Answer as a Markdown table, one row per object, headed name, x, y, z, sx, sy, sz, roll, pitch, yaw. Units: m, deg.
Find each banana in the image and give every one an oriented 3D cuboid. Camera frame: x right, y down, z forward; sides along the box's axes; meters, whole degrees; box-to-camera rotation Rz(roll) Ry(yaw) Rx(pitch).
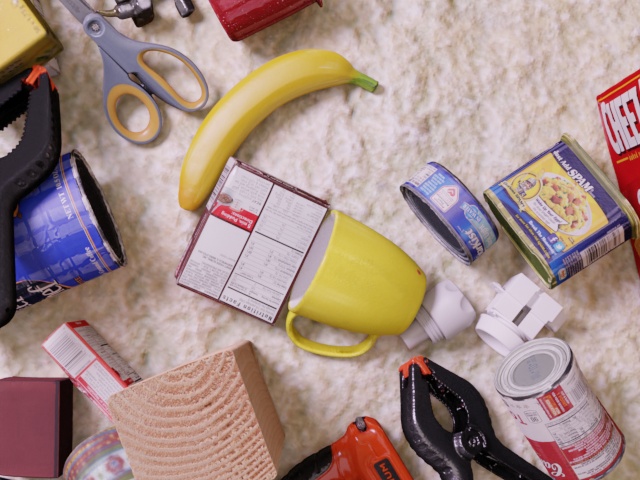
| name | x | y | z | sx | sy | sz | roll | pitch | yaw |
| --- | --- | --- | --- | --- | --- | --- | --- | --- | --- |
| banana | -0.049 | -0.104 | 0.888 | 0.198 | 0.037 | 0.069 | -34 | 87 | -2 |

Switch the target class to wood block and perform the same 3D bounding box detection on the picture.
| name | x | y | z | sx | sy | sz | roll | pitch | yaw |
| --- | --- | --- | --- | --- | --- | --- | --- | --- | --- |
| wood block | -0.084 | 0.133 | 0.790 | 0.090 | 0.206 | 0.091 | -21 | 87 | -2 |

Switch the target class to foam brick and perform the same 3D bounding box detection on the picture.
| name | x | y | z | sx | sy | sz | roll | pitch | yaw |
| --- | --- | --- | --- | --- | --- | --- | --- | --- | --- |
| foam brick | -0.232 | 0.150 | 0.866 | 0.051 | 0.053 | 0.078 | 0 | 86 | -1 |

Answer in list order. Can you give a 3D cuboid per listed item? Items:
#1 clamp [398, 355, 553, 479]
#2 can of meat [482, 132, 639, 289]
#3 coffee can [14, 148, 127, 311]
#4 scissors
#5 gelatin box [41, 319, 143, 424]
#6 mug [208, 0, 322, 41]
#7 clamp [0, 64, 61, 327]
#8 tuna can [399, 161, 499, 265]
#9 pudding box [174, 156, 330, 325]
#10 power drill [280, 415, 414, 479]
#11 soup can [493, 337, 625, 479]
| name | x | y | z | sx | sy | sz | roll | pitch | yaw |
| --- | --- | --- | --- | --- | --- | --- | --- | --- | --- |
| clamp | 0.125 | 0.169 | 0.866 | 0.120 | 0.039 | 0.171 | -14 | 76 | -38 |
| can of meat | 0.193 | -0.023 | 0.863 | 0.084 | 0.057 | 0.102 | -33 | 61 | 1 |
| coffee can | -0.239 | 0.001 | 0.848 | 0.140 | 0.103 | 0.103 | -23 | 87 | -2 |
| scissors | -0.187 | -0.154 | 0.871 | 0.201 | 0.016 | 0.096 | 31 | 104 | -15 |
| gelatin box | -0.178 | 0.105 | 0.858 | 0.030 | 0.073 | 0.089 | -43 | 89 | -2 |
| mug | -0.059 | -0.224 | 0.876 | 0.081 | 0.093 | 0.117 | -27 | 56 | 3 |
| clamp | -0.247 | -0.038 | 0.789 | 0.165 | 0.036 | 0.209 | 24 | 67 | 20 |
| tuna can | 0.104 | -0.022 | 0.860 | 0.033 | 0.086 | 0.086 | -41 | 88 | -4 |
| pudding box | -0.056 | 0.001 | 0.869 | 0.090 | 0.039 | 0.113 | 25 | 96 | -12 |
| power drill | -0.003 | 0.243 | 0.859 | 0.187 | 0.057 | 0.184 | -30 | 91 | -3 |
| soup can | 0.189 | 0.135 | 0.842 | 0.068 | 0.068 | 0.102 | -35 | 114 | -2 |
